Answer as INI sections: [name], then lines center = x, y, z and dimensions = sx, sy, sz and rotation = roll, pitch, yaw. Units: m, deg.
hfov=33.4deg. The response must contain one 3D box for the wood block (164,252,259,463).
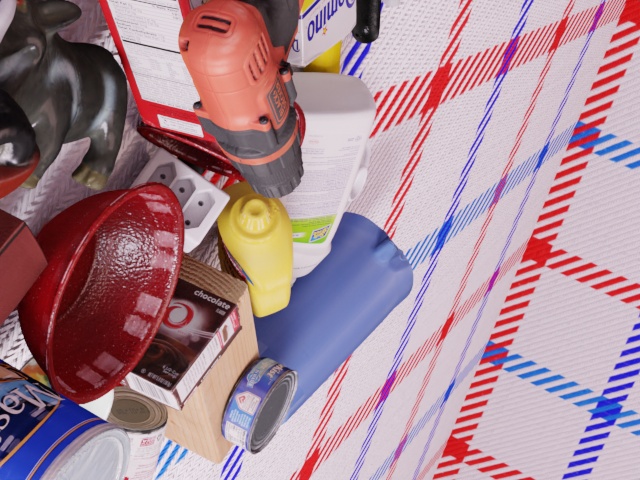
[wood block]
center = -0.115, 0.109, 0.964
dimensions = 0.090, 0.090, 0.206
rotation = -55, 160, -28

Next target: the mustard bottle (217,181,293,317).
[mustard bottle]
center = -0.056, 0.001, 0.913
dimensions = 0.058, 0.096, 0.192
rotation = -21, 167, -10

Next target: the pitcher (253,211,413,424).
[pitcher]
center = -0.018, 0.091, 1.178
dimensions = 0.242, 0.145, 0.149
rotation = -46, 143, -36

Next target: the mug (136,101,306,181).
[mug]
center = -0.067, -0.095, 0.789
dimensions = 0.093, 0.117, 0.081
rotation = 61, 52, -80

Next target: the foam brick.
[foam brick]
center = -0.211, 0.020, 0.636
dimensions = 0.078, 0.053, 0.051
rotation = -56, 160, -21

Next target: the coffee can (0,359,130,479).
[coffee can]
center = -0.204, 0.129, 0.658
dimensions = 0.102, 0.140, 0.103
rotation = -53, 159, -31

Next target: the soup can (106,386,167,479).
[soup can]
center = -0.177, 0.188, 0.934
dimensions = 0.068, 0.068, 0.102
rotation = -29, 141, -61

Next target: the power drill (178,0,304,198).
[power drill]
center = -0.019, -0.136, 0.664
dimensions = 0.184, 0.057, 0.187
rotation = 72, 35, -65

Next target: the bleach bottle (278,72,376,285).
[bleach bottle]
center = -0.023, -0.044, 1.036
dimensions = 0.102, 0.068, 0.251
rotation = -2, 137, -20

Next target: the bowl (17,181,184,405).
[bowl]
center = -0.158, 0.028, 0.734
dimensions = 0.162, 0.055, 0.162
rotation = -56, 157, -38

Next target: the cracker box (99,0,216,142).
[cracker box]
center = -0.077, -0.190, 0.660
dimensions = 0.214, 0.072, 0.164
rotation = 81, 26, -59

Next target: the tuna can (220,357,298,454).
[tuna can]
center = -0.056, 0.151, 0.983
dimensions = 0.086, 0.034, 0.086
rotation = -54, 160, -31

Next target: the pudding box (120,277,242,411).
[pudding box]
center = -0.131, 0.070, 0.828
dimensions = 0.090, 0.114, 0.039
rotation = -54, 157, -29
